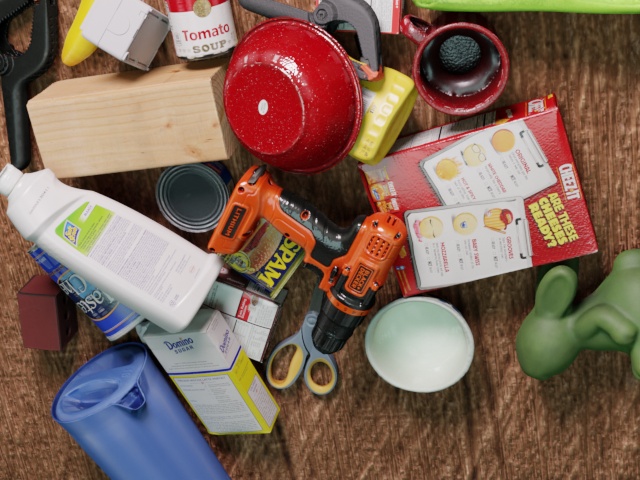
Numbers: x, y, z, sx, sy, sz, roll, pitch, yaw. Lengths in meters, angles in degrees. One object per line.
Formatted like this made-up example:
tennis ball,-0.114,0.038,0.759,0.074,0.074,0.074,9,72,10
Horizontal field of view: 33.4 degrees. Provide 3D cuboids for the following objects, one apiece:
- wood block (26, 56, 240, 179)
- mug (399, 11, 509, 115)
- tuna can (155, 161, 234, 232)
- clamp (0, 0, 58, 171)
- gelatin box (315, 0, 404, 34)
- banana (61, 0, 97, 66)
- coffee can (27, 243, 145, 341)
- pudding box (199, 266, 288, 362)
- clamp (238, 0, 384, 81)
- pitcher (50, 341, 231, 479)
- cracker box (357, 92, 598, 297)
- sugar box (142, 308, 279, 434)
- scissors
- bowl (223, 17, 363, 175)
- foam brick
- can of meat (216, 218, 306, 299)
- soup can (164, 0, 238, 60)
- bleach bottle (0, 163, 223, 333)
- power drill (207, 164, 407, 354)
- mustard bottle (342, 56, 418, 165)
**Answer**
wood block,-0.195,-0.132,1.150,0.206,0.090,0.090,-6,113,14
mug,0.129,-0.187,1.063,0.117,0.081,0.093,29,116,-8
tuna can,-0.140,-0.054,1.206,0.086,0.033,0.086,4,115,9
clamp,-0.359,-0.201,1.180,0.164,0.036,0.210,31,113,3
gelatin box,0.040,-0.247,1.077,0.089,0.030,0.073,5,102,11
banana,-0.239,-0.275,1.127,0.070,0.037,0.198,23,117,30
coffee can,-0.251,0.031,1.228,0.103,0.102,0.140,-36,103,23
pudding box,-0.105,0.084,1.259,0.113,0.039,0.090,21,119,4
clamp,-0.004,-0.220,1.056,0.120,0.039,0.171,-32,82,26
pitcher,-0.212,0.251,1.308,0.145,0.149,0.242,-25,116,13
cracker box,0.166,-0.046,1.129,0.214,0.072,0.164,-15,111,16
sugar box,-0.127,0.157,1.263,0.093,0.048,0.176,-7,126,27
scissors,0.005,0.107,1.261,0.096,0.016,0.202,30,116,-5
bowl,-0.041,-0.135,1.052,0.162,0.055,0.162,13,115,28
foam brick,-0.331,0.088,1.297,0.051,0.053,0.078,4,115,9
can of meat,-0.058,0.001,1.203,0.084,0.057,0.102,35,116,-3
soup can,-0.126,-0.244,1.098,0.068,0.068,0.102,-5,114,13
bleach bottle,-0.233,-0.005,1.148,0.250,0.102,0.068,36,155,-16
power drill,-0.021,0.018,1.139,0.187,0.057,0.185,27,118,0
mustard bottle,-0.003,-0.160,1.100,0.192,0.058,0.096,29,92,17
